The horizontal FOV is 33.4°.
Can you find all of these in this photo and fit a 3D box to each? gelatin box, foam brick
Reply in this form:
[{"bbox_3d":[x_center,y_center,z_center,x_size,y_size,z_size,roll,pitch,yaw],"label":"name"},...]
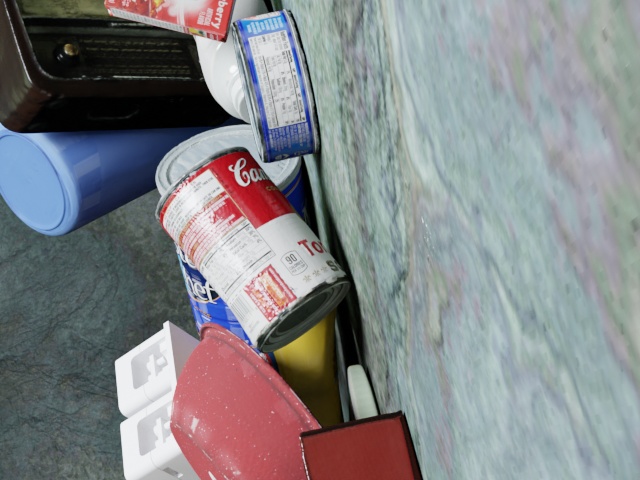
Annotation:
[{"bbox_3d":[-0.081,-0.170,0.631,0.030,0.073,0.089,169,114,-86],"label":"gelatin box"},{"bbox_3d":[0.020,0.121,0.526,0.078,0.051,0.053,88,168,-68],"label":"foam brick"}]

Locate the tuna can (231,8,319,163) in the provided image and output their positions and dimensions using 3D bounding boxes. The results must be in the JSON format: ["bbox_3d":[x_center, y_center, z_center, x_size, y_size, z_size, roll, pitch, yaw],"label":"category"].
[{"bbox_3d":[-0.027,-0.089,0.619,0.086,0.033,0.086,167,90,-85],"label":"tuna can"}]

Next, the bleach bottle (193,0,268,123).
[{"bbox_3d":[-0.070,-0.171,0.756,0.251,0.068,0.102,-111,8,-47],"label":"bleach bottle"}]

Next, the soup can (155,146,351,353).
[{"bbox_3d":[-0.039,0.006,0.614,0.102,0.068,0.068,51,168,15],"label":"soup can"}]

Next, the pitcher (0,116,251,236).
[{"bbox_3d":[-0.179,-0.110,0.961,0.149,0.242,0.145,17,126,32],"label":"pitcher"}]

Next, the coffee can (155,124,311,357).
[{"bbox_3d":[-0.055,0.001,0.783,0.103,0.102,0.140,-109,7,-53],"label":"coffee can"}]

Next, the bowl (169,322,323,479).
[{"bbox_3d":[-0.041,0.129,0.637,0.162,0.055,0.162,45,159,22],"label":"bowl"}]

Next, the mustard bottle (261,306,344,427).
[{"bbox_3d":[-0.015,0.069,0.711,0.096,0.058,0.192,-103,8,-53],"label":"mustard bottle"}]
